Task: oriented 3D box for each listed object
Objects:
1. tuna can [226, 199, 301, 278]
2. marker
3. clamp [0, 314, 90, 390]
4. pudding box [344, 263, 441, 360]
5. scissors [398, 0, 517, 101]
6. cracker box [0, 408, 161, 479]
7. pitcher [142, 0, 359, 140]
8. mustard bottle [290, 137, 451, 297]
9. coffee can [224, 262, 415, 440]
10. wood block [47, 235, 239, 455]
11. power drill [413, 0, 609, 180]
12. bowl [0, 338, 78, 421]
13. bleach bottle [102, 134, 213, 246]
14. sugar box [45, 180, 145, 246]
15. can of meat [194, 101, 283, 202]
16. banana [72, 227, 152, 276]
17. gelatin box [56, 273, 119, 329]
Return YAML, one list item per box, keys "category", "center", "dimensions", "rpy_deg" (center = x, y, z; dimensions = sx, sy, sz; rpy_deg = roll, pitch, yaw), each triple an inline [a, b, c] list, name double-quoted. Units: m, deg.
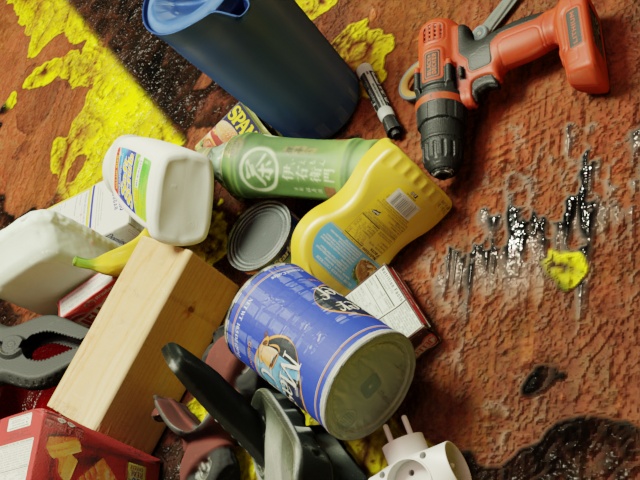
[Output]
- category: "tuna can"
  center: [-0.058, 0.001, 1.145]
  dimensions: [0.086, 0.033, 0.086]
  rpy_deg: [-21, 50, 28]
- category: "marker"
  center: [0.065, -0.151, 1.159]
  dimensions: [0.020, 0.020, 0.121]
  rpy_deg: [-35, 45, 15]
- category: "clamp"
  center: [-0.339, 0.133, 1.162]
  dimensions: [0.210, 0.036, 0.164]
  rpy_deg: [0, 48, 9]
- category: "pudding box"
  center: [0.045, 0.090, 0.998]
  dimensions: [0.113, 0.039, 0.090]
  rpy_deg: [-38, 45, 10]
- category: "scissors"
  center: [0.151, -0.212, 1.130]
  dimensions: [0.096, 0.016, 0.201]
  rpy_deg: [17, 74, 41]
- category: "cracker box"
  center: [-0.238, 0.286, 1.006]
  dimensions: [0.072, 0.164, 0.213]
  rpy_deg: [-21, 50, 30]
- category: "pitcher"
  center: [-0.070, -0.212, 1.148]
  dimensions: [0.145, 0.242, 0.149]
  rpy_deg: [-20, 51, 28]
- category: "mustard bottle"
  center: [0.029, -0.001, 1.030]
  dimensions: [0.192, 0.096, 0.058]
  rpy_deg: [-45, 28, 7]
- category: "coffee can"
  center: [-0.002, 0.094, 0.929]
  dimensions: [0.140, 0.102, 0.103]
  rpy_deg: [32, 84, 41]
- category: "wood block"
  center: [-0.186, 0.112, 1.135]
  dimensions: [0.090, 0.090, 0.206]
  rpy_deg: [15, 72, 43]
- category: "power drill"
  center: [0.178, -0.156, 1.032]
  dimensions: [0.188, 0.057, 0.184]
  rpy_deg: [-13, 60, 26]
- category: "bowl"
  center: [-0.318, 0.179, 1.223]
  dimensions: [0.162, 0.055, 0.162]
  rpy_deg: [-21, 50, 28]
- category: "bleach bottle"
  center: [-0.196, -0.064, 1.202]
  dimensions: [0.251, 0.068, 0.102]
  rpy_deg: [19, 104, 61]
- category: "sugar box"
  center: [-0.293, -0.017, 1.344]
  dimensions: [0.176, 0.048, 0.093]
  rpy_deg: [-20, 51, 23]
- category: "can of meat"
  center: [-0.089, -0.105, 1.228]
  dimensions: [0.084, 0.057, 0.102]
  rpy_deg: [-44, 44, 9]
- category: "banana"
  center: [-0.202, -0.005, 1.222]
  dimensions: [0.037, 0.069, 0.197]
  rpy_deg: [-53, -2, 32]
- category: "gelatin box"
  center: [-0.244, 0.074, 1.220]
  dimensions: [0.089, 0.073, 0.030]
  rpy_deg: [-34, 46, 16]
